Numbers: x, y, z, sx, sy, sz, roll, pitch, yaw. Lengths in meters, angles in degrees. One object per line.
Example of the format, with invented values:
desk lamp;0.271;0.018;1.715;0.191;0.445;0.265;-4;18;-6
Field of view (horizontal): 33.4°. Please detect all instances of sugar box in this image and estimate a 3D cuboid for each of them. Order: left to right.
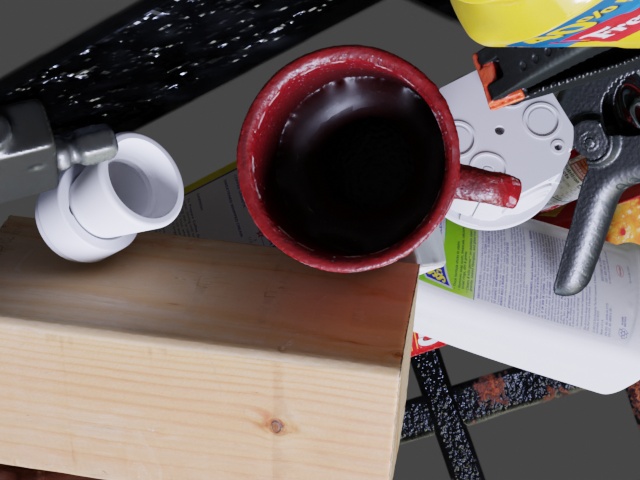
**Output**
sugar box;-0.026;0.000;0.577;0.176;0.093;0.048;-22;171;28

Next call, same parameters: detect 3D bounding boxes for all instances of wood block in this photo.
wood block;-0.063;0.057;0.507;0.206;0.091;0.090;7;-149;8

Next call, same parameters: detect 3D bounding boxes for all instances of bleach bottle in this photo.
bleach bottle;0.088;0.016;0.658;0.250;0.102;0.068;19;144;-18

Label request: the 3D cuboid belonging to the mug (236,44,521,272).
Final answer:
mug;0.030;-0.032;0.470;0.117;0.093;0.081;9;-178;12
